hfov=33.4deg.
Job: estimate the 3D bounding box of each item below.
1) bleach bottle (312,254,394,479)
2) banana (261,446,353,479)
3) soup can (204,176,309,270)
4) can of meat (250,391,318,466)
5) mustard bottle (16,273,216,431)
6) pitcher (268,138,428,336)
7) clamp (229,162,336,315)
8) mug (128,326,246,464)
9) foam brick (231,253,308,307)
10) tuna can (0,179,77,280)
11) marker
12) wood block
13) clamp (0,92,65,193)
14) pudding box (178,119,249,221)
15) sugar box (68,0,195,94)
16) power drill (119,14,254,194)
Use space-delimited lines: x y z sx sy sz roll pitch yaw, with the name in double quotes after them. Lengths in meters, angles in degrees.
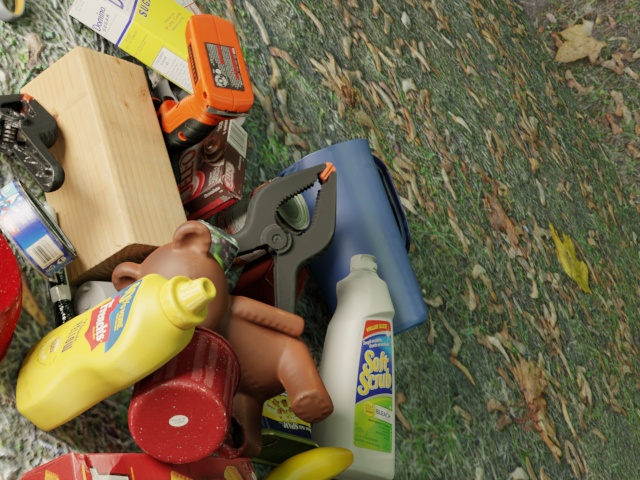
0.038 0.135 1.180 0.102 0.068 0.251 24 61 -43 "bleach bottle"
-0.036 0.255 1.014 0.069 0.037 0.197 44 48 -7 "banana"
-0.071 -0.018 1.170 0.068 0.102 0.068 39 35 -35 "soup can"
-0.055 0.173 1.072 0.102 0.058 0.084 26 42 -48 "can of meat"
-0.157 0.078 0.847 0.058 0.192 0.096 47 31 -24 "mustard bottle"
0.047 0.004 1.317 0.145 0.149 0.243 70 -2 -85 "pitcher"
-0.057 0.001 1.092 0.164 0.036 0.210 30 76 -4 "clamp"
-0.105 0.137 0.880 0.117 0.093 0.081 48 15 -19 "mug"
-0.056 0.049 1.189 0.053 0.051 0.078 52 30 -18 "foam brick"
-0.245 -0.010 0.906 0.086 0.033 0.086 52 -7 8 "tuna can"
-0.235 0.026 0.949 0.020 0.020 0.121 16 51 -53 "marker"
-0.203 -0.066 1.011 0.090 0.091 0.206 11 56 -55 "wood block"
-0.264 -0.089 0.931 0.120 0.039 0.171 27 22 -5 "clamp"
-0.124 -0.070 1.145 0.039 0.090 0.113 45 32 -31 "pudding box"
-0.182 -0.236 1.191 0.176 0.048 0.093 34 34 -11 "sugar box"
-0.147 -0.144 1.075 0.057 0.188 0.184 -1 64 -38 "power drill"
